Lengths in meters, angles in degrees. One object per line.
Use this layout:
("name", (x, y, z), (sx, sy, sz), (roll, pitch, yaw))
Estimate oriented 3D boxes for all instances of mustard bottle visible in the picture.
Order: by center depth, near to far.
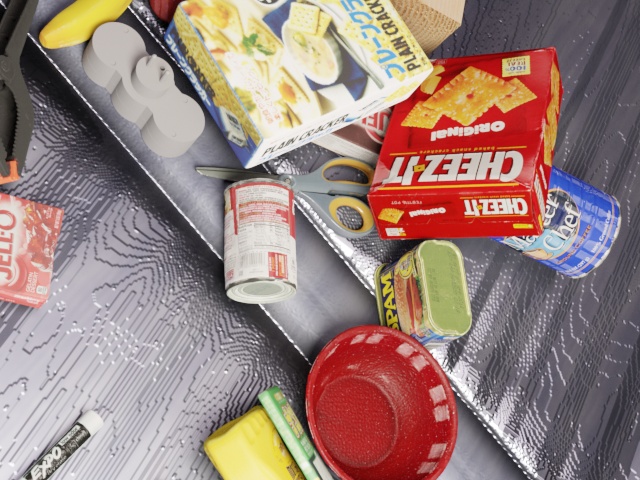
("mustard bottle", (-0.026, 0.237, 0.909), (0.058, 0.096, 0.191), (-32, 87, 6))

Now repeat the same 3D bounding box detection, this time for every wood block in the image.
("wood block", (0.114, -0.322, 1.219), (0.090, 0.090, 0.206), (23, 60, -19))

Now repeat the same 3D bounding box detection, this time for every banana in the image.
("banana", (-0.212, -0.256, 1.049), (0.069, 0.037, 0.197), (15, 60, -3))

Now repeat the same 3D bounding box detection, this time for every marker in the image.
("marker", (-0.223, 0.185, 0.864), (0.020, 0.020, 0.121), (47, 55, -4))

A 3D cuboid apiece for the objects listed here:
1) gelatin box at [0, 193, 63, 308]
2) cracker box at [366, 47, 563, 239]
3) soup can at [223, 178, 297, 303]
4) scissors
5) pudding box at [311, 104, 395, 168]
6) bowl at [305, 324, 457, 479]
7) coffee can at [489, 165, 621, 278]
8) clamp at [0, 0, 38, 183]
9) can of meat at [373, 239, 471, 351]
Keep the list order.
("gelatin box", (-0.264, 0.007, 0.910), (0.073, 0.030, 0.089), (15, 63, -22))
("cracker box", (0.151, -0.101, 1.081), (0.072, 0.164, 0.213), (67, 31, -41))
("soup can", (-0.057, 0.001, 1.003), (0.068, 0.069, 0.102), (8, 67, -26))
("scissors", (-0.023, -0.040, 1.070), (0.201, 0.016, 0.096), (-10, 74, -31))
("pudding box", (0.026, -0.138, 1.124), (0.113, 0.039, 0.090), (20, 62, -20))
("bowl", (0.047, 0.163, 0.999), (0.161, 0.055, 0.162), (11, 65, -25))
("coffee can", (0.237, -0.032, 1.156), (0.140, 0.103, 0.102), (25, 60, -18))
("clamp", (-0.294, -0.154, 0.921), (0.164, 0.036, 0.210), (23, 58, -65))
("can of meat", (0.102, 0.058, 1.055), (0.057, 0.084, 0.102), (3, 68, -28))
